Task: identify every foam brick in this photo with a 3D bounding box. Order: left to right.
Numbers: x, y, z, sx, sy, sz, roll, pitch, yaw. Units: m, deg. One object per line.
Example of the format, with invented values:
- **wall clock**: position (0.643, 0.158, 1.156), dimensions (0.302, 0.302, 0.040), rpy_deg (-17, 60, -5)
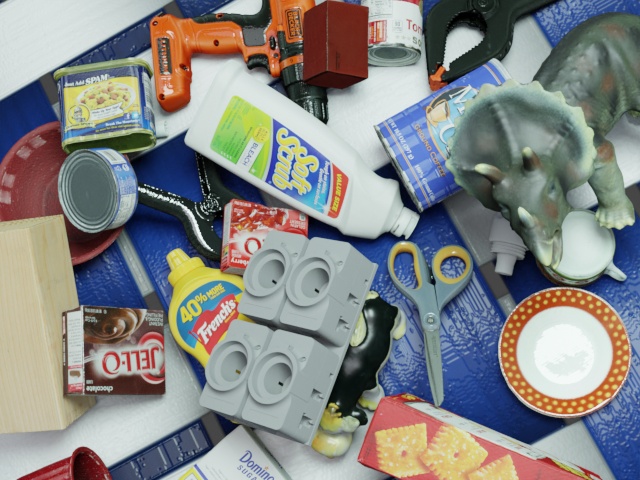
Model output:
- **foam brick**: position (0.015, -0.203, 1.108), dimensions (0.052, 0.051, 0.078), rpy_deg (5, 83, -30)

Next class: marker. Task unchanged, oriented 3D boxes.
- **marker**: position (-0.230, -0.117, 1.192), dimensions (0.121, 0.020, 0.020), rpy_deg (-8, 79, 9)

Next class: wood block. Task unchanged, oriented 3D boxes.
- **wood block**: position (-0.304, 0.085, 1.098), dimensions (0.091, 0.090, 0.206), rpy_deg (-6, 99, 12)

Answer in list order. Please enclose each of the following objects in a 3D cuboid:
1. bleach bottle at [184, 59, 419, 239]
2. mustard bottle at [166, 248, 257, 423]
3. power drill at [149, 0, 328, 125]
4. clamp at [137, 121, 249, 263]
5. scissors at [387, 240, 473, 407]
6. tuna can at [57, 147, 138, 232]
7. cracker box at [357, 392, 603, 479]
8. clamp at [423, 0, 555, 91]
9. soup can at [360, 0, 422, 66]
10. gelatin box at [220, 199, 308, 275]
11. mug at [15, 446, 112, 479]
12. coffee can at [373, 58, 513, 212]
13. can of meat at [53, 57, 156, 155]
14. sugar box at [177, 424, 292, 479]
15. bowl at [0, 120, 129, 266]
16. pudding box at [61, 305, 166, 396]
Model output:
- **bleach bottle**: position (-0.009, -0.081, 1.103), dimensions (0.251, 0.068, 0.103), rpy_deg (29, 112, -2)
- **mustard bottle**: position (-0.102, 0.088, 1.114), dimensions (0.096, 0.058, 0.192), rpy_deg (-36, 76, 1)
- **power drill**: position (-0.086, -0.191, 1.163), dimensions (0.188, 0.057, 0.184), rpy_deg (-8, 79, 6)
- **clamp**: position (-0.131, -0.032, 1.130), dimensions (0.120, 0.039, 0.171), rpy_deg (-33, 84, -17)
- **scissors**: position (0.125, 0.072, 1.055), dimensions (0.096, 0.016, 0.202), rpy_deg (-15, 48, -7)
- **tuna can**: position (-0.228, -0.052, 1.096), dimensions (0.086, 0.033, 0.086), rpy_deg (7, 102, 34)
- **cracker box**: position (0.152, 0.214, 0.993), dimensions (0.214, 0.164, 0.072), rpy_deg (22, 87, 13)
- **clamp**: position (0.165, -0.251, 1.130), dimensions (0.165, 0.036, 0.210), rpy_deg (36, 78, 16)
- **soup can**: position (0.075, -0.244, 1.137), dimensions (0.068, 0.068, 0.102), rpy_deg (0, 80, 10)
- **gelatin box**: position (-0.057, 0.001, 1.111), dimensions (0.089, 0.030, 0.073), rpy_deg (10, 71, -22)
- **mug**: position (-0.260, 0.279, 1.098), dimensions (0.081, 0.093, 0.117), rpy_deg (-23, 106, 10)
- **coffee can**: position (0.139, -0.106, 1.084), dimensions (0.140, 0.102, 0.103), rpy_deg (-29, 77, 4)
- **can of meat**: position (-0.224, -0.138, 1.121), dimensions (0.102, 0.057, 0.084), rpy_deg (-8, 74, 2)
- **sugar box**: position (-0.115, 0.279, 1.089), dimensions (0.176, 0.048, 0.093), rpy_deg (-40, 76, -3)
- **bowl**: position (-0.273, -0.047, 1.168), dimensions (0.162, 0.055, 0.162), rpy_deg (-2, 80, 9)
- **pudding box**: position (-0.212, 0.116, 1.101), dimensions (0.039, 0.113, 0.090), rpy_deg (-14, 76, 40)
